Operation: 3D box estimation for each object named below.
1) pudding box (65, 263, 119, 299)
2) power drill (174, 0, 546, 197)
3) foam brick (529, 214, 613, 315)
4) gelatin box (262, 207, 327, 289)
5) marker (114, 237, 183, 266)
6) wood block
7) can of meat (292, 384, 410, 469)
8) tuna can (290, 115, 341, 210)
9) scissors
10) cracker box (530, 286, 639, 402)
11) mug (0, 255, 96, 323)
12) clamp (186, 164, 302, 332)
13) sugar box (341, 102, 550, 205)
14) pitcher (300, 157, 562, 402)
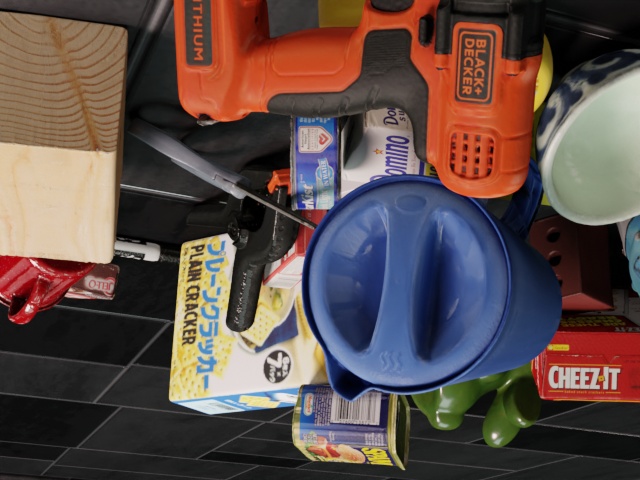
[{"bbox_3d":[-0.268,0.029,1.043,0.113,0.039,0.090,22,163,-39],"label":"pudding box"},{"bbox_3d":[0.019,-0.119,0.523,0.188,0.184,0.057,9,-161,25],"label":"power drill"},{"bbox_3d":[0.220,0.022,0.938,0.051,0.078,0.053,19,154,-41],"label":"foam brick"},{"bbox_3d":[-0.021,-0.007,0.893,0.030,0.073,0.089,9,158,-19],"label":"gelatin box"},{"bbox_3d":[-0.187,0.007,1.023,0.121,0.020,0.020,10,158,-20],"label":"marker"},{"bbox_3d":[-0.183,-0.062,0.740,0.090,0.091,0.206,5,159,-10],"label":"wood block"},{"bbox_3d":[0.027,0.153,0.886,0.084,0.057,0.102,1,158,11],"label":"can of meat"},{"bbox_3d":[-0.002,-0.063,0.724,0.034,0.086,0.086,0,159,1],"label":"tuna can"},{"bbox_3d":[-0.077,-0.049,0.741,0.096,0.016,0.202,31,178,-26],"label":"scissors"},{"bbox_3d":[0.283,0.095,1.014,0.164,0.072,0.213,-1,-172,8],"label":"cracker box"},{"bbox_3d":[-0.244,0.017,0.926,0.093,0.117,0.082,29,144,-26],"label":"mug"},{"bbox_3d":[-0.056,0.001,0.870,0.039,0.120,0.172,-18,169,-33],"label":"clamp"},{"bbox_3d":[0.107,-0.067,0.760,0.176,0.048,0.093,4,159,-8],"label":"sugar box"},{"bbox_3d":[0.099,0.029,0.739,0.149,0.145,0.242,-15,168,21],"label":"pitcher"}]
